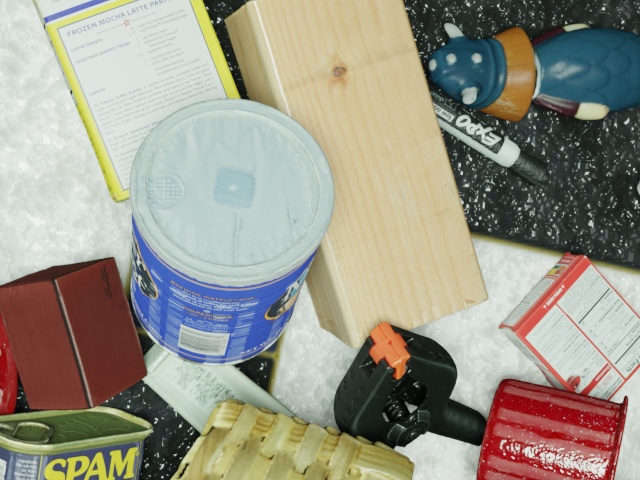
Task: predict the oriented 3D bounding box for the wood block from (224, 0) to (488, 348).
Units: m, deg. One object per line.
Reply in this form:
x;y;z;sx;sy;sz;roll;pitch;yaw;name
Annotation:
0.021;-0.051;0.650;0.090;0.090;0.206;-19;99;-12;wood block

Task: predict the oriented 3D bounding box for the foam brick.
-0.145;0.055;0.624;0.052;0.051;0.078;-25;103;-57;foam brick

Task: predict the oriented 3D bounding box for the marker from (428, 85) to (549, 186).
0.102;-0.071;0.705;0.121;0.020;0.020;31;86;-15;marker

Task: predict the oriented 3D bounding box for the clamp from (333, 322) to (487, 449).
0.040;0.113;0.653;0.120;0.039;0.171;-37;142;-8;clamp

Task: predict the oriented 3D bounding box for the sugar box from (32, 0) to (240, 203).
-0.112;-0.119;0.634;0.093;0.048;0.176;-22;95;-12;sugar box

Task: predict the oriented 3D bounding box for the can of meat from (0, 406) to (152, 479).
-0.152;0.146;0.619;0.101;0.058;0.084;3;97;-53;can of meat

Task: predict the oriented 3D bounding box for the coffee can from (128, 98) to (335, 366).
-0.054;0.001;0.591;0.102;0.140;0.103;4;66;-8;coffee can

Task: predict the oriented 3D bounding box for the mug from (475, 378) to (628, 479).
0.144;0.144;0.678;0.081;0.117;0.093;12;133;16;mug

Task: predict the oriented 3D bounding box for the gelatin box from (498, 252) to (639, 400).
0.178;0.065;0.729;0.073;0.030;0.089;-46;103;-9;gelatin box
